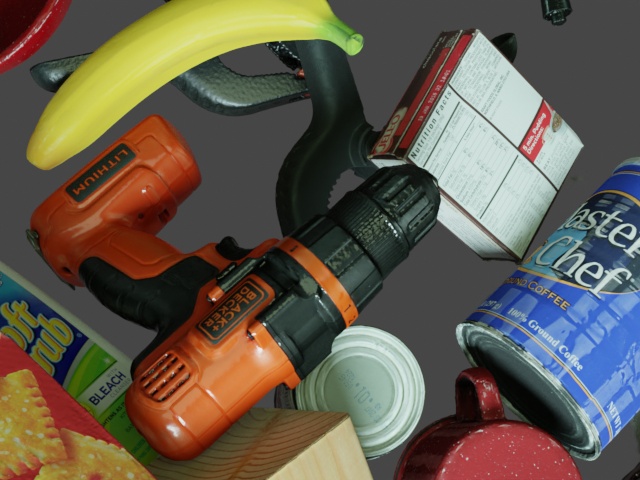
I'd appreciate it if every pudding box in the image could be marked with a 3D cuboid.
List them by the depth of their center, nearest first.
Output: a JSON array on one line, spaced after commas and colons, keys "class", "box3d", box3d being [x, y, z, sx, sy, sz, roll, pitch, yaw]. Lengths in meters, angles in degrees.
[{"class": "pudding box", "box3d": [0.092, -0.052, 0.614, 0.113, 0.039, 0.090, 38, 76, -29]}]

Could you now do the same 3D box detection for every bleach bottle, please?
[{"class": "bleach bottle", "box3d": [-0.174, 0.066, 0.558, 0.251, 0.068, 0.102, 38, 43, 3]}]

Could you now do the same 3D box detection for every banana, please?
[{"class": "banana", "box3d": [-0.076, -0.100, 0.578, 0.198, 0.037, 0.069, -20, 52, 15]}]

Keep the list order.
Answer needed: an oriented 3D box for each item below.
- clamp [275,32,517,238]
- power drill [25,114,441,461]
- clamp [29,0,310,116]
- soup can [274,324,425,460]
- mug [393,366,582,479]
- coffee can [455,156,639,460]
[{"class": "clamp", "box3d": [0.036, -0.055, 0.623, 0.164, 0.036, 0.210, 10, 86, -25]}, {"class": "power drill", "box3d": [-0.054, 0.001, 0.546, 0.184, 0.057, 0.188, -41, 43, -14]}, {"class": "clamp", "box3d": [-0.082, -0.114, 0.630, 0.171, 0.039, 0.120, 28, 89, -3]}, {"class": "soup can", "box3d": [0.013, 0.083, 0.568, 0.068, 0.102, 0.068, 1, 78, -7]}, {"class": "mug", "box3d": [0.091, 0.127, 0.580, 0.093, 0.081, 0.117, -1, 79, -7]}, {"class": "coffee can", "box3d": [0.161, 0.036, 0.596, 0.140, 0.103, 0.103, -43, 87, -13]}]
